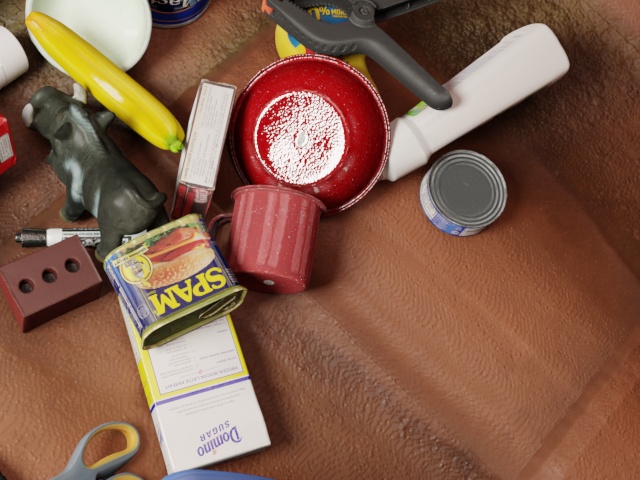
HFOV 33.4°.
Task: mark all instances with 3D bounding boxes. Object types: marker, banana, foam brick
[{"bbox_3d":[-0.223,-0.002,0.998,0.121,0.020,0.020,0,71,-14],"label":"marker"},{"bbox_3d":[-0.194,-0.145,1.005,0.198,0.069,0.037,39,79,8],"label":"banana"},{"bbox_3d":[-0.244,0.039,0.961,0.078,0.051,0.053,-26,79,-21],"label":"foam brick"}]

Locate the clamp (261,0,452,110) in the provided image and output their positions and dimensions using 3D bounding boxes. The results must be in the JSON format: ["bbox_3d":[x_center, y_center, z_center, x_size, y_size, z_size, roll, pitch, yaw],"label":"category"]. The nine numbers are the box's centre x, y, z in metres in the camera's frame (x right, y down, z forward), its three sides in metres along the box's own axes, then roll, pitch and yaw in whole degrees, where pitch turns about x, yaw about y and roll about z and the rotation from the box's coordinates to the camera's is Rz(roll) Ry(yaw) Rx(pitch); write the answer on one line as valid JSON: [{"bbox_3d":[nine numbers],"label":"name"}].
[{"bbox_3d":[0.045,-0.209,1.061,0.210,0.036,0.164,6,62,-6],"label":"clamp"}]

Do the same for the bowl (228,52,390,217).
[{"bbox_3d":[-0.015,-0.099,1.024,0.162,0.055,0.162,1,97,8],"label":"bowl"}]

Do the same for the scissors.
[{"bbox_3d":[-0.209,0.220,0.875,0.096,0.016,0.201,60,37,-5],"label":"scissors"}]

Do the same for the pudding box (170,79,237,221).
[{"bbox_3d":[-0.112,-0.083,1.017,0.039,0.090,0.113,12,68,-10],"label":"pudding box"}]

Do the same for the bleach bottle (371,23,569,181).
[{"bbox_3d":[0.134,-0.131,1.104,0.250,0.103,0.068,-34,97,-14],"label":"bleach bottle"}]

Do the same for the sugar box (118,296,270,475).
[{"bbox_3d":[-0.116,0.117,0.969,0.093,0.048,0.176,-13,77,-18],"label":"sugar box"}]

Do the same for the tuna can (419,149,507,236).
[{"bbox_3d":[0.146,-0.048,1.101,0.086,0.034,0.086,5,70,-13],"label":"tuna can"}]

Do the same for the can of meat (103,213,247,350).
[{"bbox_3d":[-0.129,0.035,0.938,0.102,0.057,0.084,-25,74,-21],"label":"can of meat"}]

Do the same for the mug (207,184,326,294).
[{"bbox_3d":[-0.057,0.001,1.009,0.117,0.093,0.081,3,72,19],"label":"mug"}]

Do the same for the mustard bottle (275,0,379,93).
[{"bbox_3d":[0.004,-0.198,1.106,0.096,0.058,0.191,-6,72,-12],"label":"mustard bottle"}]
